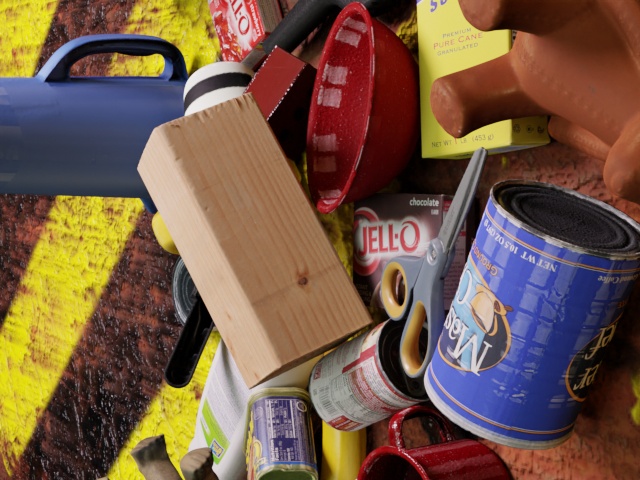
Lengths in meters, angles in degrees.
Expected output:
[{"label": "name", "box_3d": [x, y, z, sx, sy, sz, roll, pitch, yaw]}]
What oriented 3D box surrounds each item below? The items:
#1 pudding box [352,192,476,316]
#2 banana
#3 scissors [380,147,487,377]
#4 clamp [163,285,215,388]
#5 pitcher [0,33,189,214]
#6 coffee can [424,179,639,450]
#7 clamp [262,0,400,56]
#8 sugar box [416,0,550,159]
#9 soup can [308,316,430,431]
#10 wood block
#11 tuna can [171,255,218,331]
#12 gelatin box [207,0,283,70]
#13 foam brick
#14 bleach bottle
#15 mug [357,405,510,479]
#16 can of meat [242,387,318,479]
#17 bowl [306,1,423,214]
[{"label": "pudding box", "box_3d": [0.069, 0.008, 0.818, 0.114, 0.039, 0.090, 4, 96, 54]}, {"label": "banana", "box_3d": [0.011, 0.191, 0.913, 0.070, 0.037, 0.198, 27, 114, 50]}, {"label": "scissors", "box_3d": [0.073, 0.004, 0.730, 0.096, 0.016, 0.202, -123, 32, -50]}, {"label": "clamp", "box_3d": [-0.096, 0.042, 0.965, 0.171, 0.039, 0.120, -74, 11, -56]}, {"label": "pitcher", "box_3d": [-0.240, -0.114, 1.062, 0.145, 0.242, 0.149, -35, 66, 47]}, {"label": "coffee can", "box_3d": [0.135, 0.046, 0.677, 0.103, 0.102, 0.140, 42, 124, 44]}, {"label": "clamp", "box_3d": [0.018, -0.219, 0.873, 0.210, 0.036, 0.164, 27, 110, 51]}, {"label": "sugar box", "box_3d": [0.111, -0.149, 0.745, 0.094, 0.048, 0.176, -4, 90, 54]}, {"label": "soup can", "box_3d": [0.044, 0.106, 0.836, 0.102, 0.068, 0.068, -36, 64, 49]}, {"label": "wood block", "box_3d": [-0.056, 0.001, 0.849, 0.206, 0.090, 0.090, 62, 155, 8]}, {"label": "tuna can", "box_3d": [-0.117, 0.050, 1.081, 0.086, 0.033, 0.086, 5, 97, 54]}, {"label": "gelatin box", "box_3d": [-0.070, -0.211, 1.002, 0.073, 0.030, 0.089, -35, 65, 49]}, {"label": "foam brick", "box_3d": [-0.030, -0.116, 0.911, 0.078, 0.052, 0.051, -56, 45, 6]}, {"label": "bleach bottle", "box_3d": [-0.077, 0.155, 1.013, 0.103, 0.067, 0.251, 61, 139, 35]}, {"label": "mug", "box_3d": [0.082, 0.178, 0.777, 0.093, 0.081, 0.117, -32, 67, 50]}, {"label": "can of meat", "box_3d": [-0.035, 0.192, 0.923, 0.084, 0.057, 0.102, -99, 13, -47]}, {"label": "bowl", "box_3d": [0.037, -0.097, 0.817, 0.162, 0.055, 0.162, -173, 90, -74]}]
